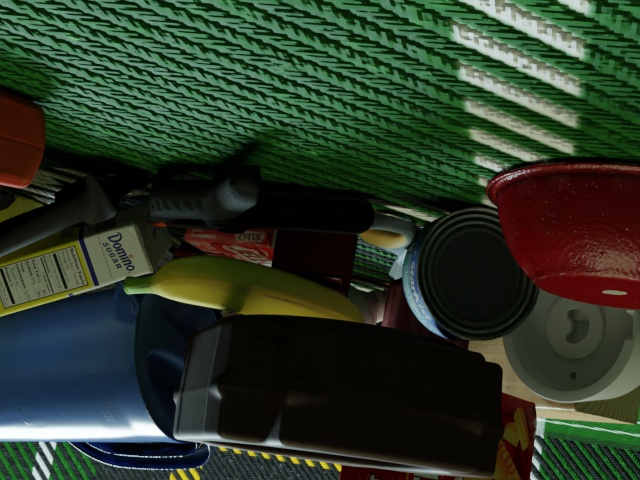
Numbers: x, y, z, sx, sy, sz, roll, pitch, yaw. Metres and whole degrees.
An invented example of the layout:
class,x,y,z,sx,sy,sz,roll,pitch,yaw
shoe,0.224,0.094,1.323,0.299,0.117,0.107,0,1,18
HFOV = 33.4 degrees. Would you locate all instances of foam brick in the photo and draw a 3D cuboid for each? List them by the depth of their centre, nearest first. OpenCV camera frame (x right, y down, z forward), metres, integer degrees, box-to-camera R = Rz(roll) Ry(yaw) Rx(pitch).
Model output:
class,x,y,z,sx,sy,sz,roll,pitch,yaw
foam brick,-0.003,0.008,0.786,0.053,0.051,0.078,9,168,6

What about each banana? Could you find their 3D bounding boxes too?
class,x,y,z,sx,sy,sz,roll,pitch,yaw
banana,-0.034,0.040,0.748,0.197,0.037,0.070,17,168,-31

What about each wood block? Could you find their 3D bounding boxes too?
class,x,y,z,sx,sy,sz,roll,pitch,yaw
wood block,0.220,0.135,1.105,0.090,0.090,0.207,17,166,-32

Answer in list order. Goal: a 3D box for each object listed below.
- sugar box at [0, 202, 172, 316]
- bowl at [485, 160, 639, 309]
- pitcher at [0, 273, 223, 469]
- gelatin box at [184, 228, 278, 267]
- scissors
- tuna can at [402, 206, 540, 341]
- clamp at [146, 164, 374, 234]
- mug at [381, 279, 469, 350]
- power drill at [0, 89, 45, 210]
class,x,y,z,sx,sy,sz,roll,pitch,yaw
sugar box,-0.206,0.018,0.802,0.176,0.048,0.093,-19,-168,5
bowl,0.173,0.004,0.618,0.162,0.055,0.162,10,169,2
pitcher,-0.202,0.117,0.896,0.243,0.149,0.144,-9,163,28
gelatin box,-0.056,0.001,0.848,0.073,0.030,0.089,5,167,20
scissors,0.054,0.007,0.822,0.096,0.016,0.202,15,167,-16
tuna can,0.097,0.023,0.693,0.086,0.086,0.034,13,170,-14
clamp,-0.063,-0.026,0.708,0.172,0.039,0.120,-1,164,33
mug,0.104,0.087,0.993,0.093,0.081,0.117,1,165,37
power drill,-0.248,-0.057,0.672,0.184,0.057,0.188,15,167,-39
